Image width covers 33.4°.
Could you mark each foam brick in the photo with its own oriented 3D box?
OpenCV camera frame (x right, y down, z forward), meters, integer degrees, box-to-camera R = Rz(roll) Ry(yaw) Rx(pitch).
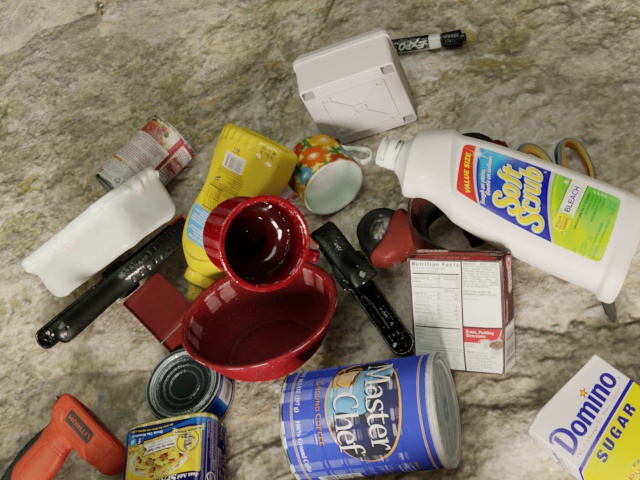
[{"bbox_3d":[-0.159,0.082,1.128,0.051,0.053,0.078,-45,54,-10],"label":"foam brick"}]

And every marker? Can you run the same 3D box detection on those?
[{"bbox_3d":[0.110,-0.229,1.241,0.121,0.020,0.020,-4,57,21],"label":"marker"}]

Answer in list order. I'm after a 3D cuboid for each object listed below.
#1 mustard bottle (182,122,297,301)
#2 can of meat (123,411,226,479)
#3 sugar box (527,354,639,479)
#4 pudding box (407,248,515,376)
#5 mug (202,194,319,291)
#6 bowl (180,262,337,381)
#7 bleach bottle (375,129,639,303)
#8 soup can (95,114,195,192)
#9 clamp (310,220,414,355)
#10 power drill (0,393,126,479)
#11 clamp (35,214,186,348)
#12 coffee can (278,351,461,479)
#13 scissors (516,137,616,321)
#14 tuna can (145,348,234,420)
[{"bbox_3d":[-0.099,-0.022,1.139,0.096,0.058,0.192,30,100,38],"label":"mustard bottle"},{"bbox_3d":[-0.140,0.219,1.026,0.102,0.057,0.084,-13,52,14],"label":"can of meat"},{"bbox_3d":[0.267,0.181,0.883,0.093,0.048,0.176,-45,54,-9],"label":"sugar box"},{"bbox_3d":[0.130,0.065,0.983,0.090,0.039,0.113,2,103,25],"label":"pudding box"},{"bbox_3d":[-0.057,0.001,1.056,0.082,0.117,0.093,15,93,67],"label":"mug"},{"bbox_3d":[-0.055,0.089,1.059,0.162,0.055,0.162,-12,35,8],"label":"bowl"},{"bbox_3d":[0.168,-0.034,0.988,0.251,0.068,0.102,21,75,13],"label":"bleach bottle"},{"bbox_3d":[-0.205,-0.088,1.252,0.102,0.068,0.069,-47,53,-10],"label":"soup can"},{"bbox_3d":[0.038,0.040,1.057,0.039,0.120,0.171,-27,30,-4],"label":"clamp"},{"bbox_3d":[-0.276,0.259,1.056,0.187,0.057,0.185,-44,56,-10],"label":"power drill"},{"bbox_3d":[-0.224,0.048,1.162,0.209,0.036,0.165,-43,9,-28],"label":"clamp"},{"bbox_3d":[0.046,0.160,0.956,0.140,0.102,0.103,-10,55,17],"label":"coffee can"},{"bbox_3d":[0.233,-0.020,1.024,0.096,0.016,0.201,14,56,-14],"label":"scissors"},{"bbox_3d":[-0.133,0.152,1.081,0.086,0.033,0.086,-11,55,16],"label":"tuna can"}]
